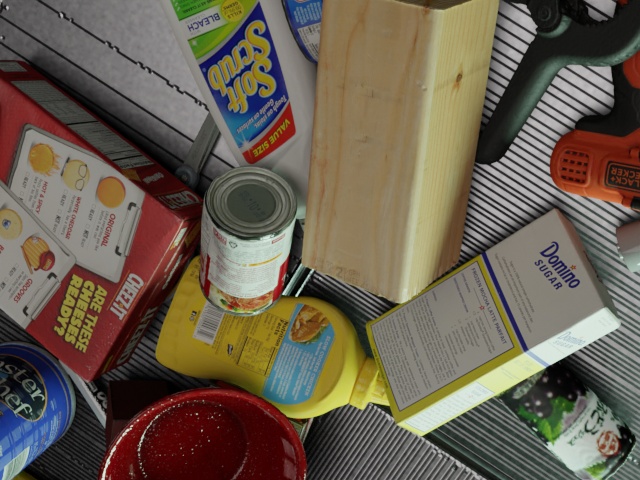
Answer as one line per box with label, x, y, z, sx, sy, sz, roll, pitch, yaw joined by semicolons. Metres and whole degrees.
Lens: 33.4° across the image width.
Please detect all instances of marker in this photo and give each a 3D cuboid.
marker;-0.189;0.150;0.933;0.020;0.020;0.121;-30;95;20

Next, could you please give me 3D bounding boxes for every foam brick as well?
foam brick;-0.150;0.154;0.885;0.051;0.078;0.053;3;108;-14

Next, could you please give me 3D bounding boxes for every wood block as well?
wood block;0.053;-0.075;0.742;0.090;0.090;0.206;21;120;28

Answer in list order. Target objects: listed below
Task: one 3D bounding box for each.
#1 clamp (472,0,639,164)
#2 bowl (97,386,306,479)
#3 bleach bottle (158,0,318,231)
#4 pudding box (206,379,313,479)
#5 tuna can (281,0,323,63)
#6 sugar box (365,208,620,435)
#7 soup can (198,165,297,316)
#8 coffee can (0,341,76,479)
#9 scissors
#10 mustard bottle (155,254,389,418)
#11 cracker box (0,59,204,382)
clamp;0.157;-0.142;0.712;0.210;0.036;0.164;-9;101;43
bowl;-0.095;0.177;0.834;0.162;0.055;0.162;-5;110;-14
bleach bottle;-0.038;-0.119;0.796;0.103;0.068;0.251;-19;104;23
pudding box;-0.066;0.175;0.897;0.090;0.039;0.113;24;107;9
tuna can;0.001;-0.170;0.762;0.034;0.086;0.086;-12;101;19
sugar box;0.123;0.062;0.789;0.176;0.048;0.093;-31;52;19
soup can;-0.055;0.001;0.795;0.068;0.068;0.102;23;144;8
coffee can;-0.284;0.156;0.896;0.103;0.140;0.103;4;105;14
scissors;-0.127;-0.049;0.867;0.096;0.016;0.202;16;103;16
mustard bottle;-0.028;0.087;0.850;0.192;0.058;0.096;21;87;8
cracker box;-0.211;-0.019;0.855;0.214;0.072;0.164;37;111;11
